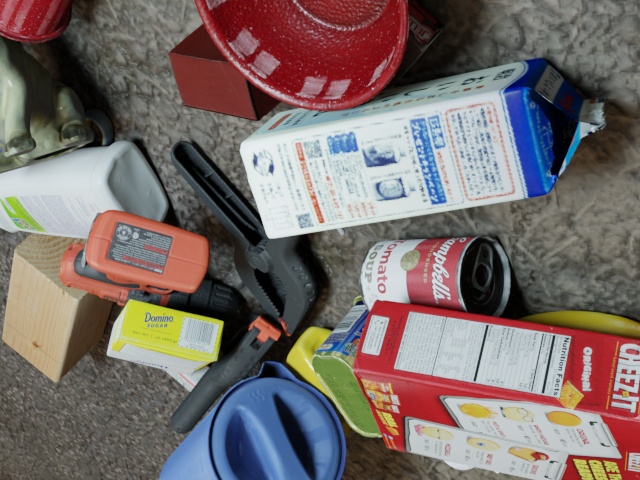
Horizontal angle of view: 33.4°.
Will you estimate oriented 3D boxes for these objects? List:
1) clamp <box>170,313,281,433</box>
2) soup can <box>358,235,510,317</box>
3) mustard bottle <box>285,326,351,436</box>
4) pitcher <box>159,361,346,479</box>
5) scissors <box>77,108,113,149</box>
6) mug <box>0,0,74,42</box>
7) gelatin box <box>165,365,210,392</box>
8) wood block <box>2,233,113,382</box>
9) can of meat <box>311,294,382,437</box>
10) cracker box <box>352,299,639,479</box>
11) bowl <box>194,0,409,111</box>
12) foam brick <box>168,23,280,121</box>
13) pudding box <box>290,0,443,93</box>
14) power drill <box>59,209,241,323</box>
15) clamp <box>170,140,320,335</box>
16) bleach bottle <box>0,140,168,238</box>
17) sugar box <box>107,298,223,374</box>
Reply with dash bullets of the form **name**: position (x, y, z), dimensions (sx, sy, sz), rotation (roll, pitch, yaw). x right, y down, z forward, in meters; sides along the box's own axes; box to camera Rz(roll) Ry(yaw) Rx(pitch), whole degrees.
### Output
- **clamp**: position (-0.096, 0.128, 1.066), dimensions (0.039, 0.120, 0.172), rotation (29, 149, -13)
- **soup can**: position (0.089, 0.031, 0.845), dimensions (0.102, 0.068, 0.068), rotation (-2, 125, 44)
- **mustard bottle**: position (-0.008, 0.163, 1.076), dimensions (0.096, 0.058, 0.192), rotation (35, 144, 2)
- **pitcher**: position (-0.081, 0.235, 1.049), dimensions (0.145, 0.149, 0.243), rotation (47, 148, 2)
- **scissors**: position (-0.271, -0.096, 1.093), dimensions (0.096, 0.016, 0.202), rotation (49, 142, -9)
- **mug**: position (-0.239, -0.234, 0.877), dimensions (0.082, 0.093, 0.117), rotation (-43, 56, 48)
- **gelatin box**: position (-0.154, 0.139, 1.194), dimensions (0.089, 0.030, 0.073), rotation (40, 163, 4)
- **wood block**: position (-0.294, 0.064, 1.214), dimensions (0.091, 0.090, 0.206), rotation (38, 143, 5)
- **can of meat**: position (0.048, 0.112, 0.950), dimensions (0.058, 0.083, 0.102), rotation (-11, 118, 48)
- **cracker box**: position (0.146, 0.121, 0.814), dimensions (0.214, 0.072, 0.164), rotation (7, 151, 19)
- **bowl**: position (-0.005, -0.166, 0.684), dimensions (0.162, 0.055, 0.162), rotation (20, 133, 23)
- **foam brick**: position (-0.070, -0.133, 0.840), dimensions (0.078, 0.052, 0.051), rotation (16, 136, 32)
- **pudding box**: position (0.021, -0.141, 0.758), dimensions (0.090, 0.039, 0.114), rotation (43, 143, 0)
- **power drill**: position (-0.153, 0.033, 1.001), dimensions (0.184, 0.057, 0.188), rotation (14, 164, -10)
- **clamp**: position (-0.056, 0.001, 0.974), dimensions (0.165, 0.036, 0.210), rotation (24, 144, 31)
- **bleach bottle**: position (-0.278, -0.049, 1.076), dimensions (0.251, 0.068, 0.102), rotation (3, 138, 32)
- **sugar box**: position (-0.157, 0.097, 1.053), dimensions (0.093, 0.048, 0.176), rotation (15, 168, -12)
